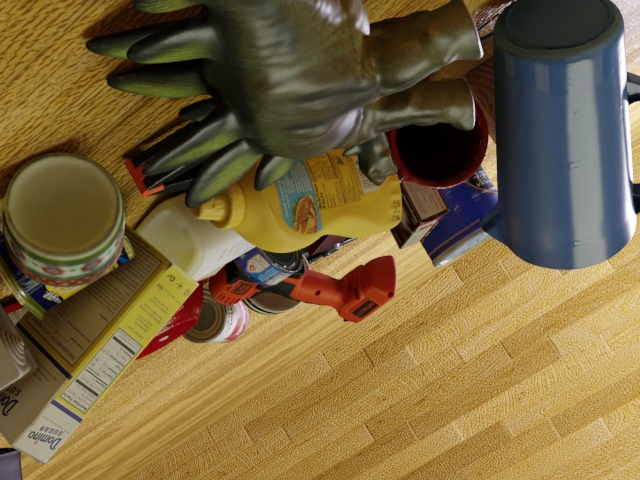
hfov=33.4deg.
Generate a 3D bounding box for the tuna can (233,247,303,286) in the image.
[{"bbox_3d":[-0.057,0.001,1.035,0.034,0.086,0.086,-33,171,23],"label":"tuna can"}]

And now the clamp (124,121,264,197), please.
[{"bbox_3d":[-0.062,-0.073,0.783,0.171,0.039,0.120,-25,164,-17],"label":"clamp"}]

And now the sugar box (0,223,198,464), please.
[{"bbox_3d":[-0.183,0.073,0.812,0.176,0.093,0.048,-51,136,-6],"label":"sugar box"}]

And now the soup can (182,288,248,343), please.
[{"bbox_3d":[-0.135,0.094,1.322,0.068,0.068,0.102,-33,170,7],"label":"soup can"}]

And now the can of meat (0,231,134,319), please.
[{"bbox_3d":[-0.182,0.005,0.749,0.084,0.057,0.102,-32,172,-10],"label":"can of meat"}]

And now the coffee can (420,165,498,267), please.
[{"bbox_3d":[0.131,-0.056,1.160,0.102,0.140,0.103,-30,171,-6],"label":"coffee can"}]

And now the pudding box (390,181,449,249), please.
[{"bbox_3d":[0.079,-0.058,1.077,0.039,0.113,0.090,-26,169,-15],"label":"pudding box"}]

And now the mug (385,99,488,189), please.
[{"bbox_3d":[0.088,-0.085,0.976,0.117,0.093,0.081,-50,-167,-6],"label":"mug"}]

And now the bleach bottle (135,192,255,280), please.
[{"bbox_3d":[-0.044,-0.035,0.965,0.250,0.068,0.103,-27,171,-40],"label":"bleach bottle"}]

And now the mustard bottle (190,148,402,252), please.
[{"bbox_3d":[-0.023,-0.040,0.876,0.191,0.096,0.058,-11,171,-39],"label":"mustard bottle"}]

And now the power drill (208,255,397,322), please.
[{"bbox_3d":[-0.013,0.033,1.181,0.187,0.057,0.185,13,153,-21],"label":"power drill"}]

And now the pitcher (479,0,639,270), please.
[{"bbox_3d":[0.230,-0.102,0.968,0.149,0.145,0.243,-43,140,-28],"label":"pitcher"}]
